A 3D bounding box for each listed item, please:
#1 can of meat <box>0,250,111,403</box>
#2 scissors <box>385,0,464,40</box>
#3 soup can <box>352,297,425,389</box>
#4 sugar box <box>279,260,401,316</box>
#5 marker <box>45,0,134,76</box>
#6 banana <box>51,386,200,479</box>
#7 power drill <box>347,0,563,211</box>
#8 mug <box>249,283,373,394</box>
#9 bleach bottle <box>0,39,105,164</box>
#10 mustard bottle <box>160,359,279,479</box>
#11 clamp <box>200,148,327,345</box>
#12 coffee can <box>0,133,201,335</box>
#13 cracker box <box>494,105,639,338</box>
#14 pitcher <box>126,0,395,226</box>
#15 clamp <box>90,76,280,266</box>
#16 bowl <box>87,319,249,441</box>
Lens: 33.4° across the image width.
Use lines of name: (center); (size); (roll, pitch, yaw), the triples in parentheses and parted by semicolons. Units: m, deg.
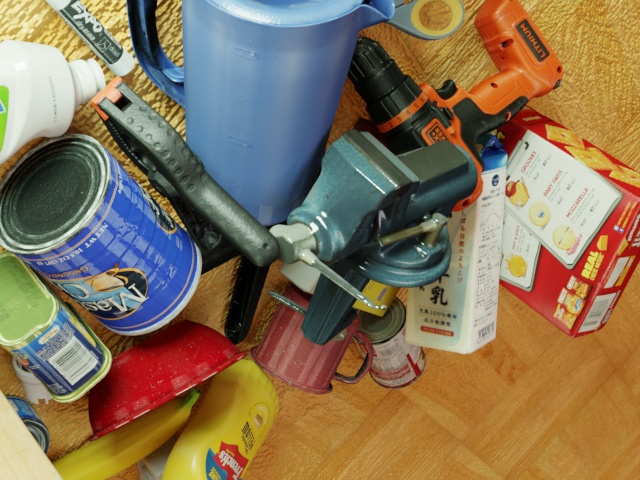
can of meat: (-0.221, 0.066, 0.834); (0.057, 0.102, 0.084); (-40, 140, -10)
scissors: (0.047, -0.182, 0.918); (0.201, 0.016, 0.096); (-42, 108, -13)
soup can: (0.074, 0.112, 1.187); (0.068, 0.069, 0.102); (-40, 141, -12)
sugar box: (0.038, 0.018, 1.067); (0.093, 0.048, 0.176); (-57, 153, 6)
marker: (-0.172, -0.159, 0.756); (0.020, 0.020, 0.121); (-46, 142, -4)
banana: (-0.200, 0.196, 1.011); (0.197, 0.037, 0.069); (-31, 150, -12)
power drill: (0.125, -0.147, 0.986); (0.187, 0.057, 0.184); (-43, 105, -22)
mug: (-0.002, 0.101, 1.074); (0.081, 0.117, 0.093); (-64, 180, 11)
bleach bottle: (-0.260, -0.070, 0.712); (0.250, 0.068, 0.103); (-23, 136, -33)
mustard bottle: (-0.106, 0.212, 1.036); (0.191, 0.058, 0.096); (-59, 147, -39)
clamp: (-0.056, 0.001, 0.990); (0.210, 0.036, 0.164); (-48, 148, -7)
coffee can: (-0.169, -0.002, 0.824); (0.103, 0.103, 0.140); (-45, 142, -5)
cracker box: (0.231, -0.028, 1.101); (0.071, 0.214, 0.164); (-8, 127, -43)
pitcher: (-0.053, -0.124, 0.799); (0.144, 0.149, 0.243); (-22, 150, -24)
clamp: (-0.108, -0.046, 0.797); (0.039, 0.120, 0.171); (-46, 106, -23)
bowl: (-0.146, 0.116, 0.949); (0.162, 0.055, 0.162); (-29, 178, -1)
